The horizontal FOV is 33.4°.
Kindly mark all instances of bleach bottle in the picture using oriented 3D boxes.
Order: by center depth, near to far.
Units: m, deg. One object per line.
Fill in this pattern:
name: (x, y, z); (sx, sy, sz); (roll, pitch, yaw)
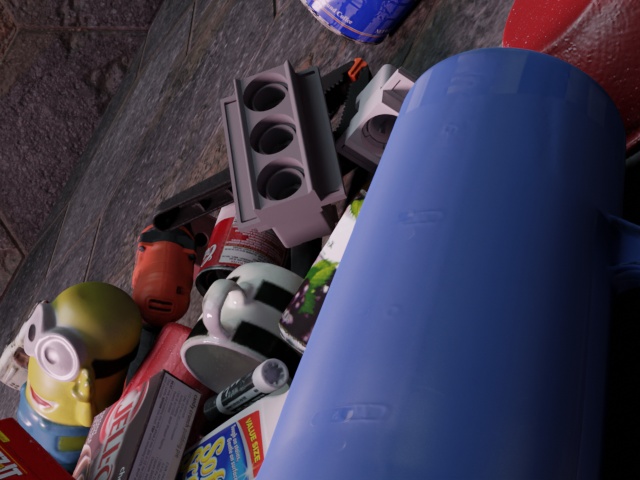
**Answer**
bleach bottle: (-0.042, 0.143, 0.652); (0.251, 0.068, 0.102); (-45, 24, 34)

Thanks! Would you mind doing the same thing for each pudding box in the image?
pudding box: (-0.126, 0.149, 0.685); (0.090, 0.039, 0.113); (-37, 29, 40)

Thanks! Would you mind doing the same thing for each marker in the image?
marker: (-0.051, 0.100, 0.698); (0.121, 0.020, 0.020); (-40, 27, 59)

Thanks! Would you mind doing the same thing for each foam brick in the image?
foam brick: (-0.124, 0.003, 1.037); (0.051, 0.078, 0.053); (-23, 44, 61)

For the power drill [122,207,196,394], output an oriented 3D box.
power drill: (-0.147, 0.075, 0.932); (0.184, 0.057, 0.188); (-99, 19, -67)

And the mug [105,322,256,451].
mug: (-0.092, 0.117, 0.793); (0.117, 0.093, 0.081); (15, 70, 45)

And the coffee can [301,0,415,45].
coffee can: (0.055, -0.249, 0.893); (0.141, 0.102, 0.102); (-46, 23, 37)

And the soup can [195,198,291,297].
soup can: (-0.056, 0.001, 0.876); (0.069, 0.068, 0.102); (-36, 31, 51)

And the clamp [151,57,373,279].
clamp: (-0.029, -0.061, 0.844); (0.165, 0.036, 0.210); (17, 65, 30)

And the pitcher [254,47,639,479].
pitcher: (0.071, 0.035, 0.438); (0.145, 0.149, 0.242); (119, 172, -54)
